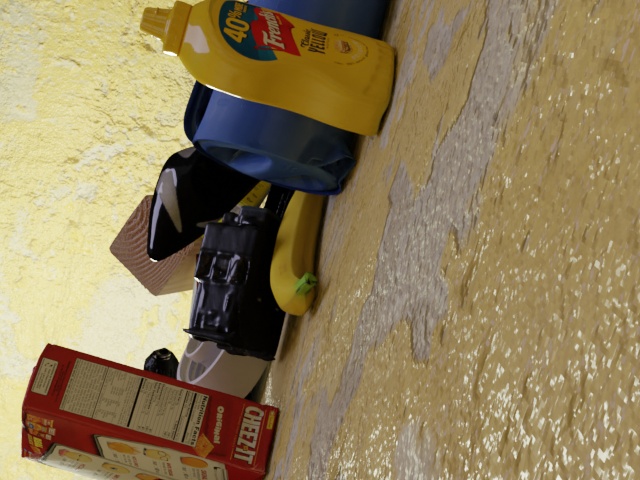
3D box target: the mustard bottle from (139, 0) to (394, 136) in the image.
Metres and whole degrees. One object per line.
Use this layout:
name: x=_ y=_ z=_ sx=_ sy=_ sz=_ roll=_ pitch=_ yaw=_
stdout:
mustard bottle: x=-0.042 y=-0.140 z=0.808 sx=0.096 sy=0.191 sz=0.058 roll=-83 pitch=11 yaw=-49

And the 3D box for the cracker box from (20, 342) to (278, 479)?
cracker box: x=-0.160 y=0.175 z=0.971 sx=0.164 sy=0.213 sz=0.072 roll=118 pitch=167 yaw=-60

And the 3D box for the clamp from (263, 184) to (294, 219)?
clamp: x=-0.057 y=0.001 z=1.114 sx=0.120 sy=0.039 sz=0.171 roll=-45 pitch=-24 yaw=-17

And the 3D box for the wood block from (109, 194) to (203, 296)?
wood block: x=-0.158 y=0.002 z=1.350 sx=0.090 sy=0.091 sz=0.205 roll=-52 pitch=-17 yaw=18

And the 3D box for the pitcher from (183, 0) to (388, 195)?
pitcher: x=-0.021 y=-0.171 z=0.928 sx=0.145 sy=0.149 sz=0.243 roll=150 pitch=138 yaw=-79

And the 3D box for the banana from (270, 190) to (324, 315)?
banana: x=-0.016 y=0.010 z=0.939 sx=0.070 sy=0.037 sz=0.198 roll=-50 pitch=19 yaw=24
